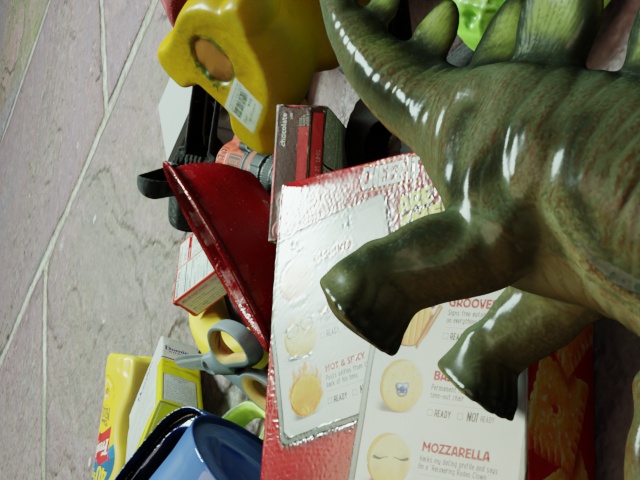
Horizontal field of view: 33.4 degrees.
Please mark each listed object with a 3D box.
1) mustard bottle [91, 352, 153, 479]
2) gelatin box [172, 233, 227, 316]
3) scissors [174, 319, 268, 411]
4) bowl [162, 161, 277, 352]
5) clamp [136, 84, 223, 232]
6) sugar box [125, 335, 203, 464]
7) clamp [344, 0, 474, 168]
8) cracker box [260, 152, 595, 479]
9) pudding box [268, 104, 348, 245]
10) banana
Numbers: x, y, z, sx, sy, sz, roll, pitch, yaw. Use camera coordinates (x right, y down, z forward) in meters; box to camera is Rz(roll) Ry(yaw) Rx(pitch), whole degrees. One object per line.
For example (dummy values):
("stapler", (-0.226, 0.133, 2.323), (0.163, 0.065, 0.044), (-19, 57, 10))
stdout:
("mustard bottle", (-0.201, 0.213, 1.088), (0.096, 0.058, 0.191), (-7, 74, 65))
("gelatin box", (-0.088, 0.014, 0.928), (0.089, 0.030, 0.073), (-37, 35, 31))
("scissors", (-0.071, 0.111, 0.849), (0.096, 0.016, 0.202), (49, 156, 3))
("bowl", (-0.055, 0.001, 0.792), (0.162, 0.055, 0.162), (59, 171, 14))
("clamp", (-0.109, -0.077, 0.946), (0.210, 0.036, 0.164), (86, -158, -70))
("sugar box", (-0.139, 0.156, 0.945), (0.176, 0.048, 0.093), (-113, 45, -77))
("clamp", (0.051, -0.096, 0.680), (0.120, 0.039, 0.172), (49, 124, 38))
("cracker box", (0.053, 0.065, 0.549), (0.164, 0.072, 0.213), (-11, 68, 39))
("pudding box", (-0.002, -0.035, 0.721), (0.113, 0.039, 0.090), (30, -117, -72))
("banana", (-0.078, 0.076, 0.917), (0.069, 0.037, 0.198), (-56, 26, -10))
